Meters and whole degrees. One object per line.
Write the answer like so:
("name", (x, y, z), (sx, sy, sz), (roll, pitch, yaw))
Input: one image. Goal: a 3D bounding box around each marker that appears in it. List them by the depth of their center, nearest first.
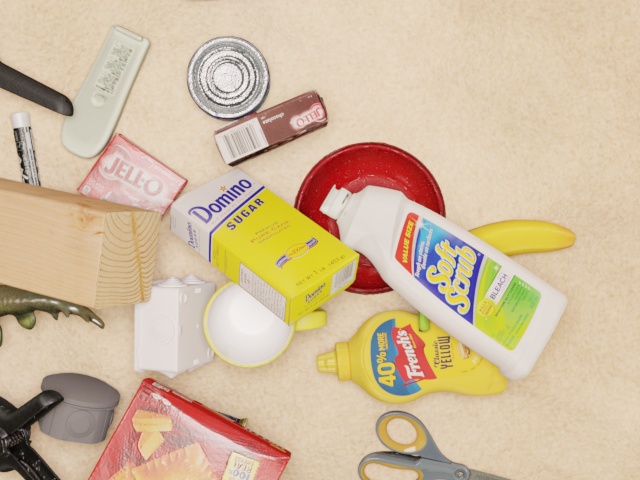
("marker", (-0.301, -0.072, 1.103), (0.020, 0.020, 0.121), (-10, 94, -1))

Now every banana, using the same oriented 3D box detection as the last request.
("banana", (0.167, 0.020, 1.101), (0.197, 0.037, 0.069), (-29, 84, -11))

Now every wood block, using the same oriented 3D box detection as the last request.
("wood block", (-0.268, -0.002, 1.030), (0.206, 0.090, 0.091), (12, 97, 25))

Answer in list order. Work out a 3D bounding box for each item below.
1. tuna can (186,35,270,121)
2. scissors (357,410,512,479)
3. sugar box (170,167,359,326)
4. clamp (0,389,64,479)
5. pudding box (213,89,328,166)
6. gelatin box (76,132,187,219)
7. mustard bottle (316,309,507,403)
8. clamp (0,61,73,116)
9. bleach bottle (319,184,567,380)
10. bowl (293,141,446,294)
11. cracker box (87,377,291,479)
("tuna can", (-0.094, -0.166, 1.095), (0.086, 0.034, 0.086), (0, 93, -1))
("scissors", (0.140, 0.227, 1.130), (0.201, 0.016, 0.096), (-1, 93, -1))
("sugar box", (-0.057, 0.001, 1.038), (0.176, 0.048, 0.093), (37, 50, 28))
("clamp", (-0.303, 0.207, 1.063), (0.172, 0.039, 0.120), (-6, 91, 42))
("pudding box", (-0.048, -0.111, 1.071), (0.113, 0.090, 0.039), (-21, 92, 1))
("gelatin box", (-0.193, -0.057, 1.100), (0.089, 0.030, 0.073), (35, 92, -5))
("mustard bottle", (0.092, 0.118, 1.102), (0.191, 0.058, 0.096), (-5, 85, 0))
("clamp", (-0.350, -0.174, 1.079), (0.165, 0.036, 0.210), (-23, 89, 12))
("bleach bottle", (0.109, 0.030, 1.039), (0.251, 0.068, 0.102), (31, 82, -2))
("bowl", (0.052, -0.022, 1.095), (0.162, 0.055, 0.162), (0, 94, -2))
("cracker box", (-0.148, 0.263, 1.029), (0.164, 0.072, 0.213), (28, 83, 3))
